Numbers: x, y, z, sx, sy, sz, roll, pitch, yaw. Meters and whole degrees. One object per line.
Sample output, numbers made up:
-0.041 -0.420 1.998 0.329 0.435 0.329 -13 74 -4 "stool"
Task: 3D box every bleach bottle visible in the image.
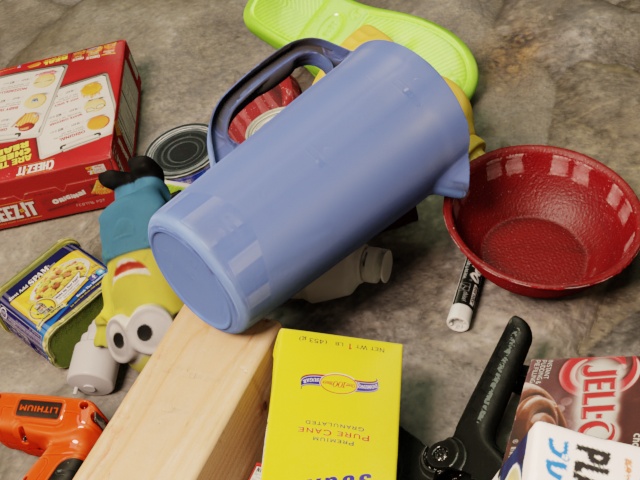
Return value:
-0.056 0.001 0.954 0.251 0.068 0.102 7 53 22 "bleach bottle"

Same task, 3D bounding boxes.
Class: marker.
0.129 0.026 0.900 0.020 0.020 0.121 4 46 21 "marker"

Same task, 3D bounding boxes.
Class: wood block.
-0.099 0.157 0.782 0.090 0.091 0.205 8 48 25 "wood block"

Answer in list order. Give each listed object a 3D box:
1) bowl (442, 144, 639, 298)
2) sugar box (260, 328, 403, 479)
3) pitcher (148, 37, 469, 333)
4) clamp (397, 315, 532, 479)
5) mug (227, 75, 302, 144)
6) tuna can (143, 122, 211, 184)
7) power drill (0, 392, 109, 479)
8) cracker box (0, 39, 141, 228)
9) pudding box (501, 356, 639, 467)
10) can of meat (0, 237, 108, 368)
0.179 -0.006 0.876 0.162 0.055 0.162 0 48 0 "bowl"
0.006 0.151 0.730 0.093 0.048 0.176 7 54 -3 "sugar box"
-0.017 -0.047 0.819 0.242 0.145 0.149 -39 33 -26 "pitcher"
0.098 0.151 0.752 0.165 0.036 0.210 -28 43 10 "clamp"
-0.042 -0.117 1.039 0.093 0.117 0.081 -11 43 -24 "mug"
-0.132 -0.078 1.058 0.086 0.033 0.086 -10 43 10 "tuna can"
-0.249 0.206 0.808 0.185 0.057 0.187 2 47 20 "power drill"
-0.282 -0.114 1.144 0.164 0.072 0.213 -12 43 6 "cracker box"
0.176 0.125 0.702 0.090 0.039 0.113 -7 36 29 "pudding box"
-0.228 0.057 0.956 0.084 0.057 0.102 29 59 36 "can of meat"
